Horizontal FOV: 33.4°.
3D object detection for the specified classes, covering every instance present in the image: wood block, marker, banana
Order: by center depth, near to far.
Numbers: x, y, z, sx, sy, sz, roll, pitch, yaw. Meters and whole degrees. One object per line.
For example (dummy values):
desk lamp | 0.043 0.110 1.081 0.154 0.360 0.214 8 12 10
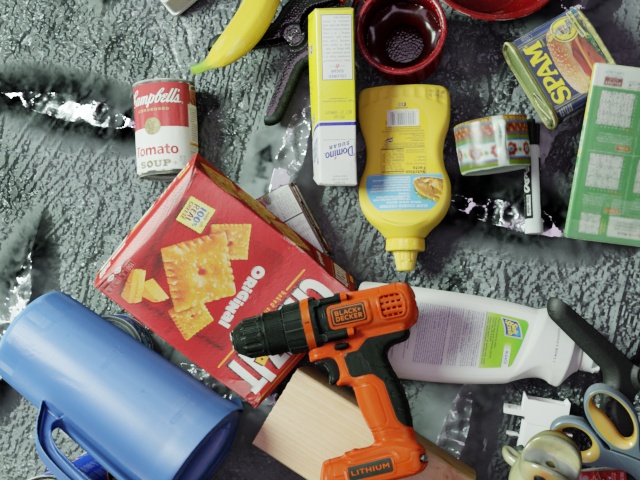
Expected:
wood block | 0.047 0.220 1.084 0.206 0.090 0.091 31 91 10
marker | 0.222 -0.067 1.115 0.020 0.020 0.121 -1 85 9
banana | -0.074 -0.260 1.143 0.070 0.037 0.197 18 72 24

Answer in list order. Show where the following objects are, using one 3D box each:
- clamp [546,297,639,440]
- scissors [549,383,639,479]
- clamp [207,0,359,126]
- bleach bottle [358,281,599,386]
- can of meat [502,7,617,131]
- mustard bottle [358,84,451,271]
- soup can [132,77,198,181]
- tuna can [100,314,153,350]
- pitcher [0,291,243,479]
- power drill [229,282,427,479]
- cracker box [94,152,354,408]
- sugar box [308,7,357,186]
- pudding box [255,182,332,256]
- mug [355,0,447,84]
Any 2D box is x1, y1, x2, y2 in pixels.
clamp | 0.303 0.127 1.050 0.164 0.036 0.210 -9 97 -19
scissors | 0.297 0.230 1.044 0.096 0.016 0.201 -24 103 23
clamp | -0.037 -0.221 1.160 0.120 0.039 0.171 44 90 5
bleach bottle | 0.157 0.108 1.091 0.251 0.068 0.102 9 89 7
can of meat | 0.250 -0.178 1.101 0.084 0.057 0.102 -30 82 3
mustard bottle | 0.088 -0.064 1.116 0.096 0.058 0.191 -1 85 8
soup can | -0.168 -0.119 1.158 0.068 0.068 0.102 -4 86 9
tuna can | -0.228 0.123 1.164 0.086 0.033 0.086 -1 85 9
pitcher | -0.212 0.163 1.069 0.243 0.149 0.145 33 93 15
power drill | 0.017 0.143 1.019 0.184 0.057 0.187 -13 81 5
cracker box | -0.095 0.043 1.085 0.213 0.072 0.164 39 102 -12
sugar box | 0.012 -0.146 1.098 0.048 0.093 0.176 0 97 -4
pudding box | -0.058 0.001 1.145 0.113 0.039 0.090 -29 84 9
mug | 0.080 -0.219 1.118 0.093 0.081 0.117 -41 81 4
